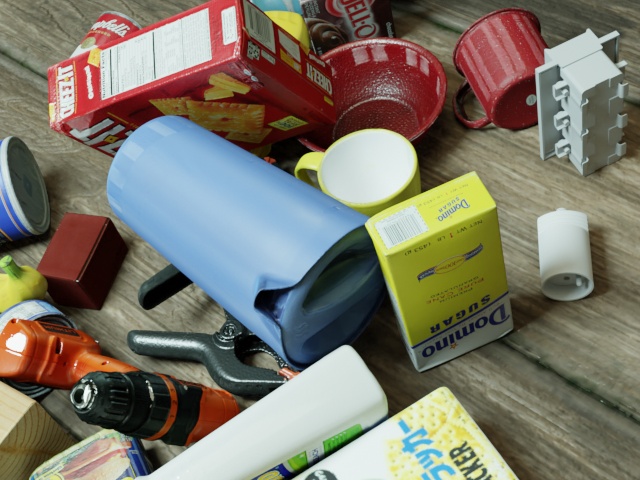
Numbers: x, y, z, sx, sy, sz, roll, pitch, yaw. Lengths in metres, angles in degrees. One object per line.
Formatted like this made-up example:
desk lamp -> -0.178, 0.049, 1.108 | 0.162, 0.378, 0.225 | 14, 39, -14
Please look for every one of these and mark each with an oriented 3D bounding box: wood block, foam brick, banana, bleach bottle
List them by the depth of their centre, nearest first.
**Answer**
bleach bottle -> -0.068, 0.177, 0.819 | 0.250, 0.102, 0.068 | -30, 65, -14
wood block -> -0.330, 0.156, 0.935 | 0.206, 0.091, 0.090 | 20, 62, 28
banana -> -0.308, 0.041, 1.018 | 0.198, 0.069, 0.037 | -8, 36, 51
foam brick -> -0.231, 0.020, 1.033 | 0.051, 0.053, 0.078 | 6, 55, 20

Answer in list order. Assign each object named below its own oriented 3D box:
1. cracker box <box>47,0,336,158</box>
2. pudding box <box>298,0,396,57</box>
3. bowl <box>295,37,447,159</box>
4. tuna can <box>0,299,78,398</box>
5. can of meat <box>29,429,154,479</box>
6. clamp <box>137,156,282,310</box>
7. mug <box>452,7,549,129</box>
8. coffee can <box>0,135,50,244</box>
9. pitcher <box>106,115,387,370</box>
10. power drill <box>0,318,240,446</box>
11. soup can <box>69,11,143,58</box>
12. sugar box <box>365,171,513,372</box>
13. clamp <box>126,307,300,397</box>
cracker box -> -0.117, -0.133, 0.986 | 0.214, 0.164, 0.072 | -15, 68, 26
pudding box -> 0.027, -0.240, 1.114 | 0.090, 0.113, 0.039 | -16, 66, 4
bowl -> 0.050, -0.127, 1.060 | 0.162, 0.055, 0.162 | -8, 52, 10
tuna can -> -0.262, 0.097, 0.962 | 0.034, 0.086, 0.086 | 29, 66, 35
can of meat -> -0.180, 0.211, 0.873 | 0.102, 0.057, 0.084 | -29, 49, -6
clamp -> -0.056, 0.001, 0.989 | 0.164, 0.036, 0.209 | 12, 45, 10
mug -> 0.176, -0.155, 1.032 | 0.117, 0.093, 0.081 | -39, 51, 25
coffee can -> -0.360, -0.038, 1.082 | 0.140, 0.103, 0.103 | -16, 51, 4
pitcher -> -0.058, -0.009, 0.898 | 0.243, 0.149, 0.145 | 34, 71, 31
power drill -> -0.182, 0.117, 0.877 | 0.188, 0.184, 0.057 | 17, 84, 33
soup can -> -0.243, -0.196, 1.190 | 0.069, 0.068, 0.102 | 14, 60, 25
sugar box -> 0.099, 0.031, 0.849 | 0.093, 0.176, 0.048 | -24, 49, -2
clamp -> -0.089, 0.093, 0.944 | 0.120, 0.039, 0.172 | -39, 50, -15
